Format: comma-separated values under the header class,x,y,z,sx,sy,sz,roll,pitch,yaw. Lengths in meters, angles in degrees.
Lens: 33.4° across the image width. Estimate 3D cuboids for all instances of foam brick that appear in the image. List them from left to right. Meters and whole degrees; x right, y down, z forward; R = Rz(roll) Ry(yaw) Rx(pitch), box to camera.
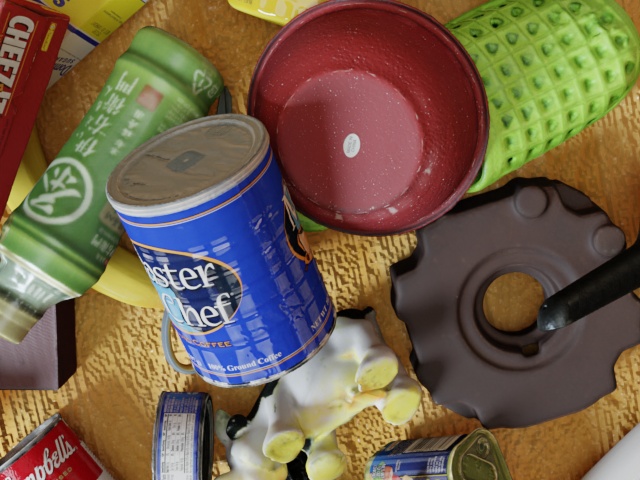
class,x,y,z,sx,sy,sz,roll,pitch,yaw
foam brick,-0.204,0.063,0.754,0.051,0.053,0.078,1,98,2

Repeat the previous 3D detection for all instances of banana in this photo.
class,x,y,z,sx,sy,sz,roll,pitch,yaw
banana,-0.176,-0.022,0.748,0.069,0.037,0.198,-32,96,6

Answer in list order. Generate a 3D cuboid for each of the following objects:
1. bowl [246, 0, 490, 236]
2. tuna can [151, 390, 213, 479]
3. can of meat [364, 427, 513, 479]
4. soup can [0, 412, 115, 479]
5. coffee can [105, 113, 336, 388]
class,x,y,z,sx,sy,sz,roll,pitch,yaw
bowl,0.023,-0.069,0.672,0.162,0.055,0.162,5,113,13
tuna can,-0.095,0.148,0.747,0.034,0.086,0.086,1,98,0
can of meat,0.088,0.185,0.743,0.084,0.057,0.102,-16,100,45
soup can,-0.181,0.184,0.764,0.068,0.068,0.102,-38,96,7
coffee can,-0.059,0.007,0.669,0.103,0.103,0.140,-18,121,4
